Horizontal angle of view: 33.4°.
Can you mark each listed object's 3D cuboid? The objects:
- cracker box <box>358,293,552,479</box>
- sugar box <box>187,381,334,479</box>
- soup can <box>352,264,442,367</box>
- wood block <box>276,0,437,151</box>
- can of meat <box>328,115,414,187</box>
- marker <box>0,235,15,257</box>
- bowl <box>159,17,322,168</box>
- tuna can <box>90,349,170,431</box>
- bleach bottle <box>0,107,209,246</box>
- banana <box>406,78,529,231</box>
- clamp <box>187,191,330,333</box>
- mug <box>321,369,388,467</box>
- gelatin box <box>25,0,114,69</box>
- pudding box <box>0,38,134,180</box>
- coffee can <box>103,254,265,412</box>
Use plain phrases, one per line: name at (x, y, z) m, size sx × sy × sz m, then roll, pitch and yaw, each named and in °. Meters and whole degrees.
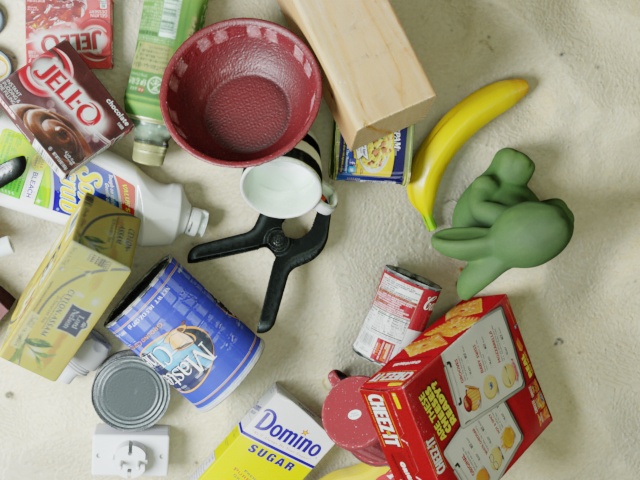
cracker box at (0.149, 0.177, 1.147) m, size 0.213 × 0.072 × 0.164 m, roll -33°, pitch 106°, yaw -43°
sugar box at (-0.073, 0.256, 1.201) m, size 0.093 × 0.048 × 0.176 m, roll 41°, pitch 93°, yaw -12°
soup can at (0.084, 0.086, 1.182) m, size 0.068 × 0.068 × 0.102 m, roll 21°, pitch 96°, yaw -10°
wood block at (0.028, -0.208, 1.082) m, size 0.090 × 0.091 × 0.206 m, roll -24°, pitch 83°, yaw -6°
can of meat at (0.055, -0.111, 1.151) m, size 0.084 × 0.057 × 0.102 m, roll 3°, pitch 98°, yaw -6°
marker at (-0.370, 0.023, 1.079) m, size 0.121 × 0.020 × 0.020 m, roll -19°, pitch 101°, yaw -3°
bowl at (-0.076, -0.138, 1.066) m, size 0.162 × 0.055 × 0.162 m, roll -1°, pitch 72°, yaw 4°
tuna can at (-0.208, 0.164, 1.174) m, size 0.086 × 0.034 × 0.086 m, roll -1°, pitch 99°, yaw -7°
bleach bottle at (-0.238, -0.060, 1.119) m, size 0.250 × 0.068 × 0.102 m, roll 17°, pitch 96°, yaw -12°
banana at (0.151, -0.108, 1.177) m, size 0.069 × 0.037 × 0.198 m, roll 31°, pitch 97°, yaw -35°
clamp at (-0.058, 0.001, 1.156) m, size 0.120 × 0.039 × 0.171 m, roll 38°, pitch 77°, yaw -3°
mug at (0.046, 0.187, 1.174) m, size 0.093 × 0.081 × 0.117 m, roll -40°, pitch 59°, yaw 7°
gelatin box at (-0.259, -0.214, 1.106) m, size 0.089 × 0.030 × 0.073 m, roll 0°, pitch 100°, yaw -7°
pudding box at (-0.257, -0.130, 1.065) m, size 0.090 × 0.039 × 0.113 m, roll -40°, pitch 98°, yaw -22°
coffee can at (-0.144, 0.099, 1.136) m, size 0.140 × 0.103 × 0.103 m, roll 44°, pitch 91°, yaw -12°
